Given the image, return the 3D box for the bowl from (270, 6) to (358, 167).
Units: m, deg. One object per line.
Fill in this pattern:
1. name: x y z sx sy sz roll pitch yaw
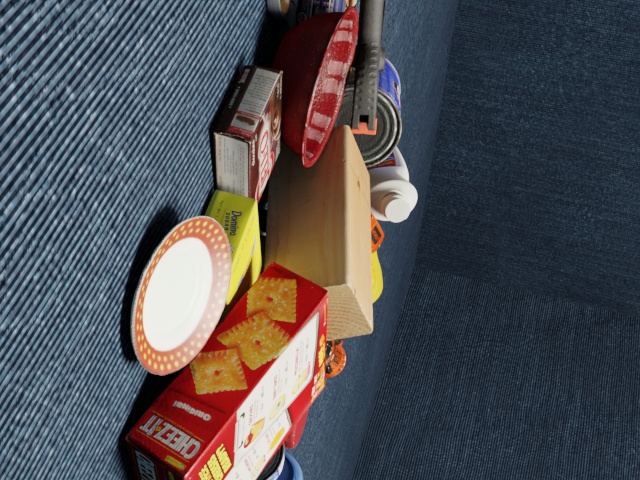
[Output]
1. bowl: -0.013 -0.156 1.040 0.162 0.055 0.162 19 89 -81

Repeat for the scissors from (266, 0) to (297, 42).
1. scissors: -0.037 -0.203 1.045 0.096 0.016 0.202 -61 162 -55

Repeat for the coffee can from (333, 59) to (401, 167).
1. coffee can: 0.044 -0.158 1.261 0.140 0.103 0.103 -83 -179 -64

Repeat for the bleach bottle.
1. bleach bottle: 0.066 -0.081 1.294 0.251 0.102 0.068 -120 -148 -63

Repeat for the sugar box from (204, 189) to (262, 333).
1. sugar box: -0.086 0.042 0.992 0.176 0.048 0.093 86 19 -58

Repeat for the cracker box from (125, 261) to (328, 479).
1. cracker box: -0.077 0.148 0.952 0.213 0.072 0.164 -50 157 -32

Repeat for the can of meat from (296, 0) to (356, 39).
1. can of meat: 0.008 -0.259 1.122 0.102 0.057 0.084 -51 150 -72

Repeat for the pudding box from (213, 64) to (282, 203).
1. pudding box: -0.064 -0.088 0.961 0.113 0.039 0.090 91 14 -54

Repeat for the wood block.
1. wood block: 0.000 -0.007 1.094 0.090 0.090 0.206 63 22 -48

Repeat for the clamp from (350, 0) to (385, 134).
1. clamp: 0.052 -0.199 1.144 0.120 0.039 0.171 -26 123 -79
